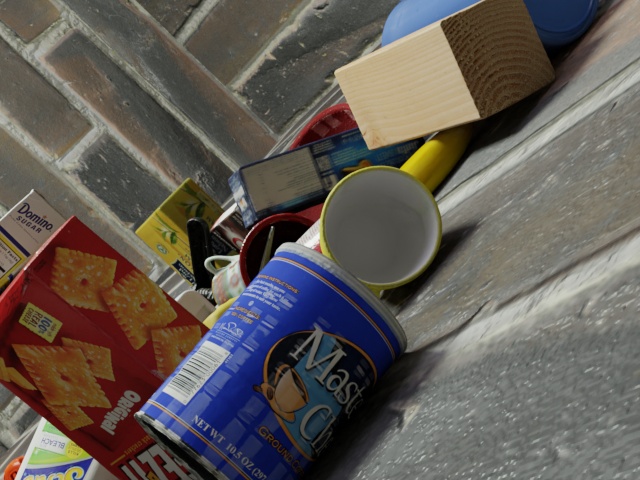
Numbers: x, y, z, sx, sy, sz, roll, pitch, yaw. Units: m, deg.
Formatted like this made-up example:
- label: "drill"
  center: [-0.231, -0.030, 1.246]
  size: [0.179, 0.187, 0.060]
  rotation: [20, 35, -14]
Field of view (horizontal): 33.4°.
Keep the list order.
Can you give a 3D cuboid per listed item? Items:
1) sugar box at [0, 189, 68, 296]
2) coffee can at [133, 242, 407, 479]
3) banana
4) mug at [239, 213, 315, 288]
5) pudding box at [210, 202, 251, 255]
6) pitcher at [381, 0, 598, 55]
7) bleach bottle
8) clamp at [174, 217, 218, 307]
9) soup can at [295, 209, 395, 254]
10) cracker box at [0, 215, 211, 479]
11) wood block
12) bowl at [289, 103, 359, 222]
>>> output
- label: "sugar box"
  center: [-0.282, 0.040, 0.853]
  size: [0.176, 0.048, 0.093]
  rotation: [-50, 7, -22]
- label: "coffee can"
  center: [-0.029, 0.086, 0.652]
  size: [0.140, 0.103, 0.103]
  rotation: [-49, 8, -18]
- label: "banana"
  center: [0.073, -0.042, 0.985]
  size: [0.198, 0.037, 0.069]
  rotation: [-46, 8, 0]
- label: "mug"
  center: [-0.036, 0.033, 1.058]
  size: [0.081, 0.093, 0.117]
  rotation: [174, 104, -85]
- label: "pudding box"
  center: [-0.058, 0.001, 1.180]
  size: [0.039, 0.113, 0.090]
  rotation: [-52, 9, -26]
- label: "pitcher"
  center: [0.167, -0.229, 1.067]
  size: [0.145, 0.149, 0.243]
  rotation: [-40, 9, -19]
- label: "bleach bottle"
  center: [-0.225, 0.241, 0.914]
  size: [0.103, 0.068, 0.250]
  rotation: [7, 63, 27]
- label: "clamp"
  center: [-0.131, 0.051, 1.221]
  size: [0.120, 0.039, 0.171]
  rotation: [-69, -22, -13]
- label: "soup can"
  center: [0.018, 0.011, 0.904]
  size: [0.102, 0.068, 0.068]
  rotation: [-44, 8, 12]
- label: "cracker box"
  center: [-0.154, 0.103, 0.815]
  size: [0.164, 0.213, 0.072]
  rotation: [-38, 13, 47]
- label: "wood block"
  center: [0.109, -0.153, 0.990]
  size: [0.090, 0.091, 0.206]
  rotation: [-29, 9, -23]
- label: "bowl"
  center: [0.018, -0.075, 1.231]
  size: [0.162, 0.055, 0.162]
  rotation: [-31, 46, 38]
